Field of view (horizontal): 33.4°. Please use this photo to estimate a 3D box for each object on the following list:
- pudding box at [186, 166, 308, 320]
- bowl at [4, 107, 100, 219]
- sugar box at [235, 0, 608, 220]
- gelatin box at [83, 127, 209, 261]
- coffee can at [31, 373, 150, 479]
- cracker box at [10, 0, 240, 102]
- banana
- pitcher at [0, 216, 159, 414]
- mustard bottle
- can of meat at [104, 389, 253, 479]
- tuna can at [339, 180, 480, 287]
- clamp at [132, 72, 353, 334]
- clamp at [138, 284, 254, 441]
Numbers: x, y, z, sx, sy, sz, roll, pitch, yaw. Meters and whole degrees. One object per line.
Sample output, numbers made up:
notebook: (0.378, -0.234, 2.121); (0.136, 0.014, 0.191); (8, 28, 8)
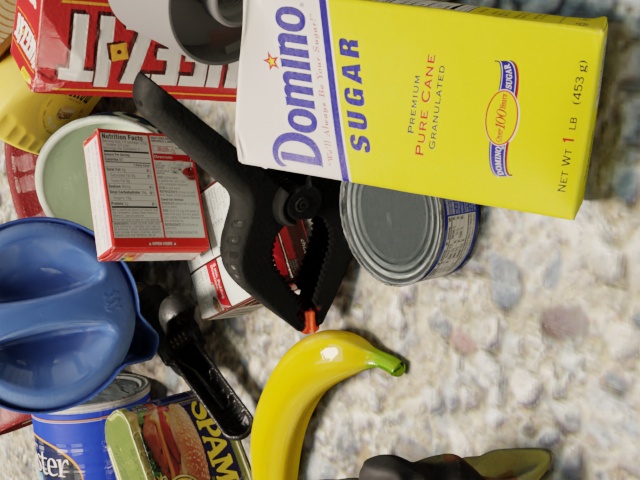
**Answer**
pudding box: (-0.055, 0.001, 0.750); (0.114, 0.039, 0.090); (-27, 75, 50)
bowl: (-0.221, -0.067, 0.934); (0.162, 0.055, 0.162); (16, 111, 50)
sugar box: (0.046, -0.072, 0.526); (0.176, 0.048, 0.093); (9, 109, 15)
gelatin box: (-0.121, -0.031, 0.737); (0.030, 0.073, 0.089); (-31, 65, 50)
coffee can: (-0.191, 0.195, 0.919); (0.103, 0.102, 0.140); (4, 102, 52)
cracker box: (-0.087, -0.191, 0.636); (0.072, 0.163, 0.214); (55, 138, 48)
banana: (-0.013, 0.118, 0.724); (0.070, 0.037, 0.198); (58, 138, 26)
pitcher: (-0.227, 0.058, 0.825); (0.149, 0.145, 0.243); (60, 164, -2)
mustard bottle: (-0.172, -0.152, 0.801); (0.192, 0.096, 0.058); (-47, 71, 9)
can of meat: (-0.111, 0.169, 0.824); (0.058, 0.083, 0.102); (-42, 65, 49)
tuna can: (0.051, -0.018, 0.611); (0.086, 0.033, 0.086); (17, 111, 50)
clamp: (-0.028, -0.030, 0.630); (0.036, 0.164, 0.210); (43, 140, 47)
clamp: (-0.109, 0.069, 0.802); (0.172, 0.039, 0.120); (32, 143, 54)
